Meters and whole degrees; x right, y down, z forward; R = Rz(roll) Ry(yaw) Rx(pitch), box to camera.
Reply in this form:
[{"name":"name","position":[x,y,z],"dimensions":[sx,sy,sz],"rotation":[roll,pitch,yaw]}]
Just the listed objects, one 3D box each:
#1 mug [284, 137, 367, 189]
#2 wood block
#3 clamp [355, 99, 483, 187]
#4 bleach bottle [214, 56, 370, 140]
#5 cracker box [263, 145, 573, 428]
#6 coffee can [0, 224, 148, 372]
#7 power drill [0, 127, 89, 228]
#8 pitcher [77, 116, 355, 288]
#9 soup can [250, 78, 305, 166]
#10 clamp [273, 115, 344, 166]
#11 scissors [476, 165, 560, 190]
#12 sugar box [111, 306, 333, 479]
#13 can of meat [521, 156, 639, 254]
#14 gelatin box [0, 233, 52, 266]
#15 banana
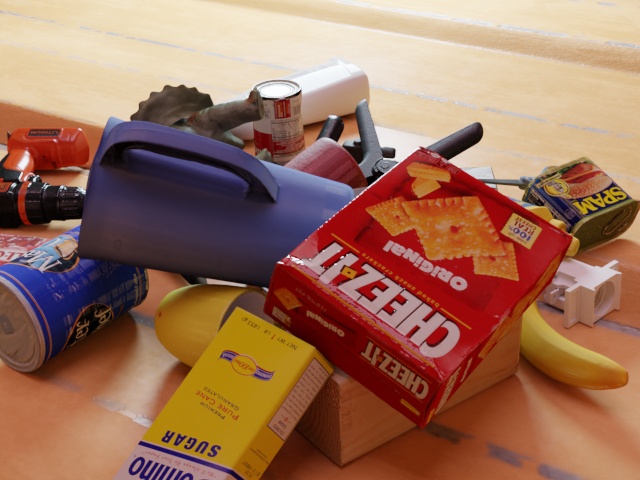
[{"name":"mug","position":[0.005,-0.050,1.170],"dimensions":[0.081,0.093,0.117],"rotation":[-39,77,-15]},{"name":"wood block","position":[0.072,0.101,0.940],"dimensions":[0.205,0.090,0.091],"rotation":[-21,35,-31]},{"name":"clamp","position":[0.072,-0.082,1.242],"dimensions":[0.165,0.036,0.209],"rotation":[21,61,30]},{"name":"bleach bottle","position":[-0.059,-0.191,1.499],"dimensions":[0.250,0.068,0.103],"rotation":[-19,32,-24]},{"name":"cracker box","position":[0.084,0.027,0.885],"dimensions":[0.164,0.072,0.213],"rotation":[34,48,19]},{"name":"coffee can","position":[-0.254,0.051,1.045],"dimensions":[0.103,0.103,0.140],"rotation":[19,36,33]},{"name":"power drill","position":[-0.352,-0.080,1.331],"dimensions":[0.184,0.057,0.187],"rotation":[1,30,7]},{"name":"pitcher","position":[-0.092,-0.028,0.973],"dimensions":[0.242,0.145,0.149],"rotation":[12,12,-7]},{"name":"soup can","position":[-0.054,-0.150,1.385],"dimensions":[0.068,0.102,0.068],"rotation":[-2,30,1]},{"name":"clamp","position":[-0.011,-0.084,1.287],"dimensions":[0.120,0.039,0.171],"rotation":[-44,30,16]},{"name":"scissors","position":[0.246,-0.074,1.265],"dimensions":[0.201,0.016,0.096],"rotation":[8,23,-11]},{"name":"sugar box","position":[-0.078,0.146,0.835],"dimensions":[0.093,0.048,0.176],"rotation":[23,69,38]},{"name":"can of meat","position":[0.286,-0.040,1.180],"dimensions":[0.101,0.057,0.084],"rotation":[-20,53,-27]},{"name":"gelatin box","position":[-0.331,0.024,1.173],"dimensions":[0.089,0.030,0.073],"rotation":[7,31,17]},{"name":"banana","position":[0.212,0.083,0.993],"dimensions":[0.070,0.037,0.198],"rotation":[-45,35,14]}]
